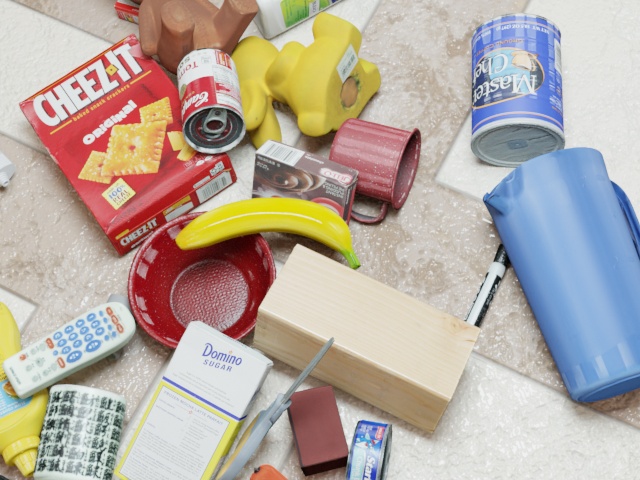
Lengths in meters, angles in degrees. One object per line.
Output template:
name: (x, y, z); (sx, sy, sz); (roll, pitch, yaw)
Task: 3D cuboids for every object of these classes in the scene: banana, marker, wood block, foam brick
banana: (-0.052, -0.014, 1.132); (0.198, 0.037, 0.069); (6, 62, -1)
marker: (0.180, 0.054, 1.150); (0.020, 0.020, 0.121); (24, 71, 14)
wood block: (0.044, 0.100, 1.086); (0.206, 0.090, 0.090); (25, 57, 8)
foam brick: (-0.002, 0.194, 1.090); (0.051, 0.053, 0.078); (-15, 67, -1)

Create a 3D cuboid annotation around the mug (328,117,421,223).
mug: (0.057, -0.078, 1.189); (0.081, 0.093, 0.117); (16, 106, 17)

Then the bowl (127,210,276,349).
bowl: (-0.125, 0.052, 1.160); (0.162, 0.055, 0.162); (-2, 67, 4)

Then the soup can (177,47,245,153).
soup can: (-0.121, -0.155, 1.175); (0.068, 0.068, 0.102); (-12, 50, 0)

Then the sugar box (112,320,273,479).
sugar box: (-0.128, 0.180, 1.081); (0.093, 0.048, 0.176); (28, 89, 9)

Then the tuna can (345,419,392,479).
tuna can: (0.048, 0.221, 1.055); (0.034, 0.086, 0.086); (8, 68, 10)

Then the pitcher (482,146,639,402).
pitcher: (0.276, 0.035, 1.100); (0.149, 0.145, 0.243); (-21, 70, 9)

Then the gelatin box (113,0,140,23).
gelatin box: (-0.205, -0.311, 1.337); (0.073, 0.030, 0.089); (19, 71, 14)

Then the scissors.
scissors: (-0.041, 0.161, 1.058); (0.016, 0.096, 0.202); (36, 103, -3)

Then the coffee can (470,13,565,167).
coffee can: (0.220, -0.167, 1.195); (0.103, 0.103, 0.140); (1, 67, 6)

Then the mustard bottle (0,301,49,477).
mustard bottle: (-0.342, 0.164, 1.132); (0.096, 0.058, 0.192); (-27, 67, -13)

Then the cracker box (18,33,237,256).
cracker box: (-0.223, -0.114, 1.232); (0.164, 0.072, 0.214); (-34, 67, -10)

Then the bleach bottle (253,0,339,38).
bleach bottle: (0.029, -0.337, 1.286); (0.250, 0.102, 0.068); (-28, 72, -6)

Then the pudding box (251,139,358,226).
pudding box: (-0.019, -0.052, 1.175); (0.113, 0.090, 0.039); (23, 43, 16)
